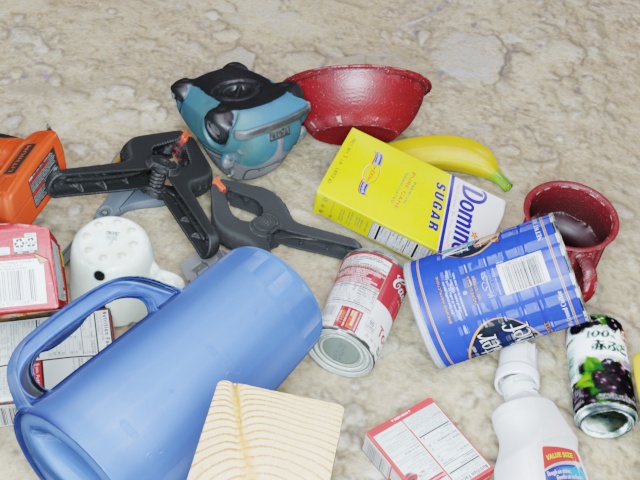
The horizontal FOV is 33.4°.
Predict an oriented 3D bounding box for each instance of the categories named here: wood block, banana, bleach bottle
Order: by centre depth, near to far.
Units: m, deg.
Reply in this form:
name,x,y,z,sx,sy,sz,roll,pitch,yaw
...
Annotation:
name,x,y,z,sx,sy,sz,roll,pitch,yaw
wood block,-0.043,0.201,0.760,0.090,0.206,0.090,12,49,4
bleach bottle,0.179,0.215,0.854,0.102,0.068,0.251,23,40,-29
banana,0.105,-0.081,1.137,0.197,0.037,0.069,-4,49,-10

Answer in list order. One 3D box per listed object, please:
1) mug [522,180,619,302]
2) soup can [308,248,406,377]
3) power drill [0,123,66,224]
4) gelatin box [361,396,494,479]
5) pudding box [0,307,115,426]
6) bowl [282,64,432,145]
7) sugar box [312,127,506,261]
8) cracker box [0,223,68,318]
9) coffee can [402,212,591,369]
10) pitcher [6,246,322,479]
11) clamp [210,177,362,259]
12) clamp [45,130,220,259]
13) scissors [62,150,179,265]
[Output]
name,x,y,z,sx,sy,sz,roll,pitch,yaw
mug,0.239,0.010,1.041,0.093,0.081,0.117,-9,50,-14
soup can,0.035,0.066,0.979,0.068,0.068,0.102,19,50,10
power drill,-0.343,-0.059,0.973,0.188,0.057,0.184,12,48,14
gelatin box,0.090,0.186,0.905,0.073,0.030,0.089,-25,56,-27
pudding box,-0.233,0.110,0.933,0.113,0.039,0.090,-5,49,-13
bowl,0.037,-0.137,1.128,0.162,0.162,0.055,1,82,-5
sugar box,0.089,-0.034,1.066,0.176,0.048,0.093,24,60,7
cracker box,-0.297,0.033,0.880,0.164,0.214,0.072,-6,88,-12
coffee can,0.157,0.046,0.953,0.140,0.102,0.103,-20,48,12
pitcher,-0.116,0.104,0.838,0.145,0.149,0.242,25,50,29
clamp,-0.057,0.001,1.048,0.172,0.039,0.120,31,48,24
clamp,-0.166,-0.062,1.028,0.164,0.036,0.210,20,26,-9
scissors,-0.195,-0.025,1.070,0.096,0.016,0.201,13,49,5
